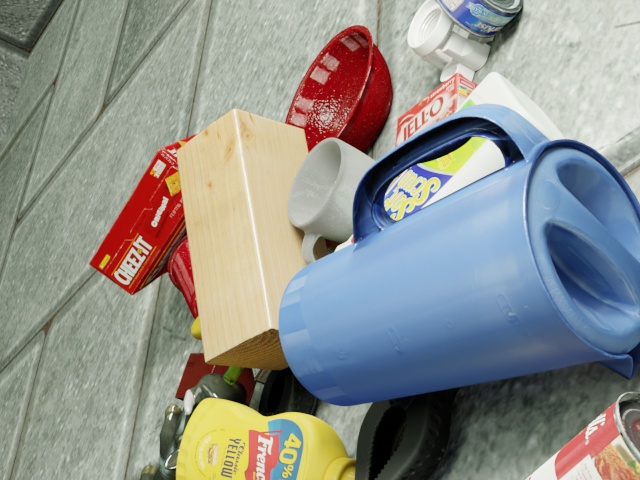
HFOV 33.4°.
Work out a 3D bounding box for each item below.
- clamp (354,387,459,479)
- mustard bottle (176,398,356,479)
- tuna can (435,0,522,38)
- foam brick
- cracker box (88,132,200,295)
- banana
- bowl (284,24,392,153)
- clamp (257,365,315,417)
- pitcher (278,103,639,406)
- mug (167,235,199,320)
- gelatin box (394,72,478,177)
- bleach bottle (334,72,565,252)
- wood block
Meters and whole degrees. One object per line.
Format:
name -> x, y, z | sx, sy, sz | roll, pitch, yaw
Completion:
clamp -> 0.079, 0.112, 0.794 | 0.165, 0.036, 0.210 | -14, 53, 60
mustard bottle -> -0.034, 0.189, 0.881 | 0.192, 0.058, 0.096 | 2, 72, 40
tuna can -> 0.133, -0.219, 0.920 | 0.034, 0.086, 0.086 | -40, 35, 40
foam brick -> -0.108, 0.149, 1.111 | 0.078, 0.051, 0.053 | -9, 60, 61
cracker box -> -0.160, -0.041, 1.248 | 0.164, 0.072, 0.213 | -55, -4, 21
banana -> -0.089, 0.084, 1.039 | 0.069, 0.037, 0.198 | -41, 14, -7
bowl -> 0.025, -0.137, 1.094 | 0.162, 0.055, 0.162 | -45, 32, 38
clamp -> -0.045, 0.177, 0.982 | 0.120, 0.039, 0.171 | -8, 62, 58
pitcher -> 0.080, 0.026, 0.696 | 0.243, 0.144, 0.149 | -23, 55, 44
mug -> -0.111, 0.054, 1.169 | 0.081, 0.093, 0.117 | -124, 27, -51
gelatin box -> 0.100, -0.094, 0.940 | 0.089, 0.030, 0.073 | -34, 39, 48
bleach bottle -> 0.078, -0.009, 0.828 | 0.251, 0.068, 0.102 | -48, 26, 18
wood block -> -0.057, 0.001, 0.946 | 0.090, 0.090, 0.206 | -30, 61, 38
